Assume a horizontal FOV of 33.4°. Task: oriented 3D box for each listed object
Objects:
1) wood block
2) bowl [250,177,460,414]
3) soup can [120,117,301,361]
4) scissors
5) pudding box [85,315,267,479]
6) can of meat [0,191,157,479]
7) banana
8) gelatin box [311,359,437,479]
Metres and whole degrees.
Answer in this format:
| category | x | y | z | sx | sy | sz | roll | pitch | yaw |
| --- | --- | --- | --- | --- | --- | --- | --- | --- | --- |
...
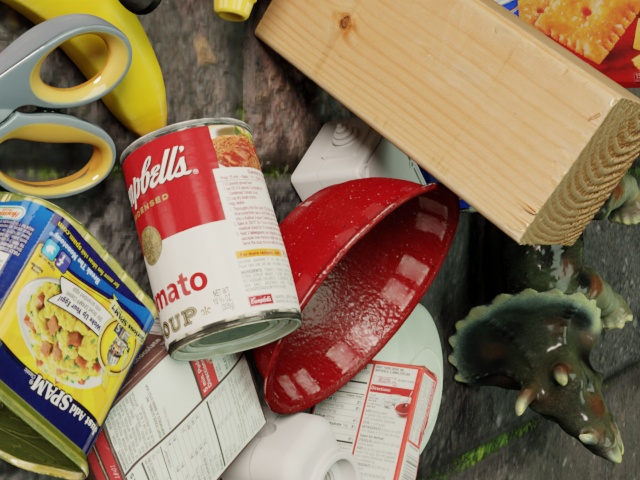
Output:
| category | x | y | z | sx | sy | sz | roll | pitch | yaw |
| --- | --- | --- | --- | --- | --- | --- | --- | --- | --- |
| wood block | 0.075 | -0.094 | 0.603 | 0.090 | 0.206 | 0.091 | 1 | 126 | -58 |
| bowl | 0.008 | 0.020 | 0.611 | 0.162 | 0.055 | 0.162 | -41 | 155 | -23 |
| soup can | -0.053 | 0.001 | 0.520 | 0.068 | 0.069 | 0.102 | 9 | 61 | -58 |
| scissors | -0.147 | -0.062 | 0.417 | 0.096 | 0.016 | 0.201 | -58 | 149 | 10 |
| pudding box | -0.079 | 0.090 | 0.552 | 0.113 | 0.039 | 0.090 | -44 | 129 | -45 |
| can of meat | -0.124 | 0.041 | 0.457 | 0.102 | 0.058 | 0.084 | 57 | 46 | -44 |
| banana | -0.126 | -0.101 | 0.462 | 0.197 | 0.037 | 0.070 | 19 | 101 | -55 |
| gelatin box | 0.031 | 0.122 | 0.698 | 0.030 | 0.073 | 0.089 | 41 | 58 | -53 |
